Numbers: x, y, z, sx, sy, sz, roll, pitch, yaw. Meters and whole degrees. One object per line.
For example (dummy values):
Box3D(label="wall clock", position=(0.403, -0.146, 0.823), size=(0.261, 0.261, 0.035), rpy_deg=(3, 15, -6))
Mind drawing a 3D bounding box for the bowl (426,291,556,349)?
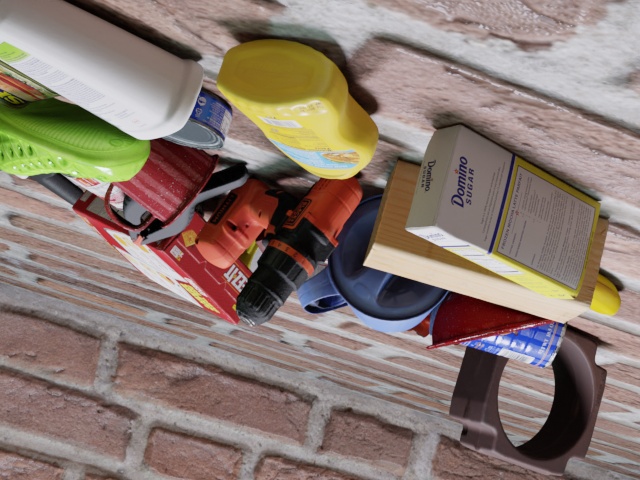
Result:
Box3D(label="bowl", position=(0.185, 0.072, 1.126), size=(0.162, 0.055, 0.162), rpy_deg=(-12, 172, -2))

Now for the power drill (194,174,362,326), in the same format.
Box3D(label="power drill", position=(-0.057, 0.001, 1.113), size=(0.057, 0.184, 0.188), rpy_deg=(47, 161, -29))

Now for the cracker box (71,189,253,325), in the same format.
Box3D(label="cracker box", position=(-0.192, 0.007, 1.350), size=(0.214, 0.072, 0.164), rpy_deg=(21, 159, 45))

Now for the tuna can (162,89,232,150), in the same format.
Box3D(label="tuna can", position=(-0.126, -0.116, 0.992), size=(0.086, 0.033, 0.086), rpy_deg=(15, 167, 3))

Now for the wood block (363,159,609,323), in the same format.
Box3D(label="wood block", position=(0.155, 0.002, 1.019), size=(0.206, 0.091, 0.090), rpy_deg=(17, 166, 0))

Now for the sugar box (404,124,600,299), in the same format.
Box3D(label="sugar box", position=(0.159, -0.021, 0.913), size=(0.176, 0.093, 0.048), rpy_deg=(24, 165, -28))

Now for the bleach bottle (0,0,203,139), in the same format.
Box3D(label="bleach bottle", position=(-0.223, -0.164, 0.853), size=(0.250, 0.068, 0.103), rpy_deg=(27, 162, -31))

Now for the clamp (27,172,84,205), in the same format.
Box3D(label="clamp", position=(-0.389, -0.102, 1.362), size=(0.164, 0.036, 0.210), rpy_deg=(17, 165, -4))

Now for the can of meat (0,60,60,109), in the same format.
Box3D(label="can of meat", position=(-0.275, -0.161, 0.940), size=(0.102, 0.057, 0.084), rpy_deg=(27, 161, -39))

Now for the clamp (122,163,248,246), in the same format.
Box3D(label="clamp", position=(-0.174, -0.056, 1.170), size=(0.120, 0.039, 0.172), rpy_deg=(33, 127, -25))

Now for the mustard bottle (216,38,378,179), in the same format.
Box3D(label="mustard bottle", position=(-0.004, -0.096, 0.874), size=(0.096, 0.058, 0.191), rpy_deg=(9, 165, 24))

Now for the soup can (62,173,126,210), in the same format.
Box3D(label="soup can", position=(-0.240, -0.082, 1.197), size=(0.069, 0.068, 0.102), rpy_deg=(9, 165, 29))

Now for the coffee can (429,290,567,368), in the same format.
Box3D(label="coffee can", position=(0.210, 0.083, 1.261), size=(0.140, 0.103, 0.103), rpy_deg=(16, 167, -1))

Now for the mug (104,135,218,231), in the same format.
Box3D(label="mug", position=(-0.169, -0.064, 1.066), size=(0.081, 0.117, 0.093), rpy_deg=(38, -175, -16))

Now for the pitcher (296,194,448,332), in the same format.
Box3D(label="pitcher", position=(0.070, 0.041, 1.194), size=(0.149, 0.145, 0.243), rpy_deg=(22, 171, 7))
